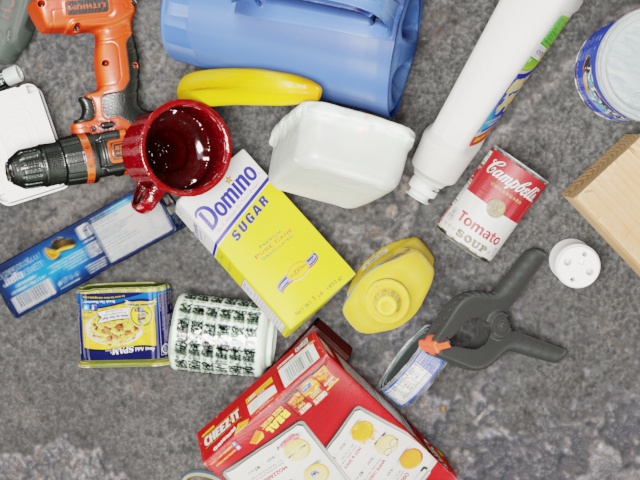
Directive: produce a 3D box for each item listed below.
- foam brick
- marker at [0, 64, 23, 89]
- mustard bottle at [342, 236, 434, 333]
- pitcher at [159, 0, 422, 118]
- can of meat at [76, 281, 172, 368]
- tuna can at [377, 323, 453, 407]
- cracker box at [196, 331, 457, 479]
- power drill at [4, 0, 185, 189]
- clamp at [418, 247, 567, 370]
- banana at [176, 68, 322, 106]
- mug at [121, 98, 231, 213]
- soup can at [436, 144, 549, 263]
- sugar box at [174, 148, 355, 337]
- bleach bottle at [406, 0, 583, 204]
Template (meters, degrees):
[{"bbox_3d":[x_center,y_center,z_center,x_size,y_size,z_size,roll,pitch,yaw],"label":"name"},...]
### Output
[{"bbox_3d":[-0.012,0.128,1.120,0.053,0.051,0.078,41,99,0],"label":"foam brick"},{"bbox_3d":[-0.375,-0.157,1.139,0.121,0.020,0.020,-21,94,7],"label":"marker"},{"bbox_3d":[0.066,0.046,1.032,0.096,0.191,0.058,-37,92,8],"label":"mustard bottle"},{"bbox_3d":[-0.029,-0.210,1.030,0.243,0.144,0.149,13,126,11],"label":"pitcher"},{"bbox_3d":[-0.206,0.088,1.132,0.102,0.057,0.084,-2,95,6],"label":"can of meat"},{"bbox_3d":[0.098,0.128,1.092,0.034,0.086,0.086,39,98,-2],"label":"tuna can"},{"bbox_3d":[0.007,0.219,1.082,0.164,0.072,0.213,-43,114,5],"label":"cracker box"},{"bbox_3d":[-0.240,-0.151,1.077,0.184,0.057,0.187,-13,96,-26],"label":"power drill"},{"bbox_3d":[0.179,0.092,1.073,0.171,0.039,0.120,-25,94,-24],"label":"clamp"},{"bbox_3d":[-0.084,-0.146,1.032,0.198,0.069,0.037,4,90,50],"label":"banana"},{"bbox_3d":[-0.150,-0.078,1.042,0.093,0.082,0.117,30,78,-25],"label":"mug"},{"bbox_3d":[0.172,-0.037,1.076,0.068,0.068,0.102,35,99,1],"label":"soup can"},{"bbox_3d":[-0.057,0.001,1.084,0.093,0.048,0.176,-40,84,-19],"label":"sugar box"},{"bbox_3d":[0.163,-0.149,1.058,0.068,0.102,0.251,34,105,13],"label":"bleach bottle"}]
